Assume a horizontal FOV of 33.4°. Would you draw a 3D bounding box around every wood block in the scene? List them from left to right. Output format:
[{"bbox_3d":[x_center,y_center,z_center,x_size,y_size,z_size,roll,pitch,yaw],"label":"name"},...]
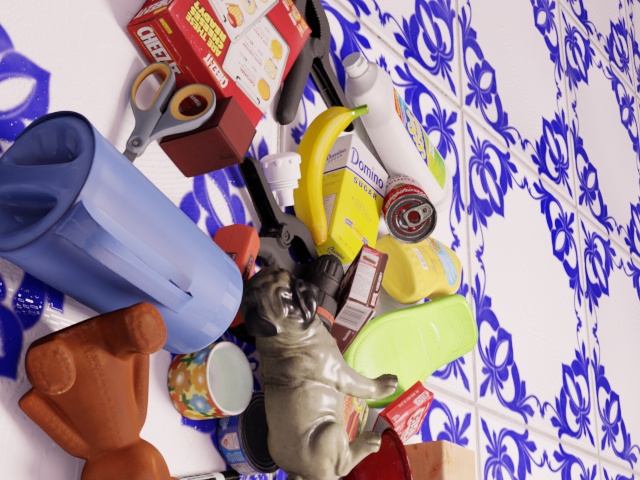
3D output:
[{"bbox_3d":[0.137,0.360,1.314,0.090,0.090,0.206,29,54,-50],"label":"wood block"}]

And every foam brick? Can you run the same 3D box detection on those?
[{"bbox_3d":[-0.116,-0.107,1.114,0.053,0.078,0.051,55,37,-34],"label":"foam brick"}]

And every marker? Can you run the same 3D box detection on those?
[{"bbox_3d":[-0.118,0.236,1.031,0.120,0.020,0.020,8,71,-56],"label":"marker"}]

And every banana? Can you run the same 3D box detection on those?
[{"bbox_3d":[-0.001,-0.088,1.294,0.037,0.070,0.197,50,53,-58],"label":"banana"}]

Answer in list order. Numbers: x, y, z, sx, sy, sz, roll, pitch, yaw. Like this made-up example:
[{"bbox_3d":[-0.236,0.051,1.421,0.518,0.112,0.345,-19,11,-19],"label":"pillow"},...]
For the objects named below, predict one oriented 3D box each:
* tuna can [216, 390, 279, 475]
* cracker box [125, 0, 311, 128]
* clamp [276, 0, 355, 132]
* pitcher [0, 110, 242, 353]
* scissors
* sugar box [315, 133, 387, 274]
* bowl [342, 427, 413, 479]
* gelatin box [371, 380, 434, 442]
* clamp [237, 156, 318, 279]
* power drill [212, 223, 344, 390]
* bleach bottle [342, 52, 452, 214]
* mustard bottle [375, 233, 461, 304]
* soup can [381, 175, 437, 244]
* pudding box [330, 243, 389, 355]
[{"bbox_3d":[-0.069,0.200,1.108,0.086,0.034,0.086,27,56,-50],"label":"tuna can"},{"bbox_3d":[-0.107,-0.234,1.184,0.164,0.072,0.213,56,38,-28],"label":"cracker box"},{"bbox_3d":[-0.009,-0.236,1.368,0.164,0.036,0.210,10,74,-57],"label":"clamp"},{"bbox_3d":[-0.169,0.010,0.928,0.242,0.145,0.149,43,39,-46],"label":"pitcher"},{"bbox_3d":[-0.160,-0.095,1.047,0.016,0.096,0.201,100,-3,-57],"label":"scissors"},{"bbox_3d":[0.037,-0.043,1.356,0.093,0.048,0.176,47,43,-37],"label":"sugar box"},{"bbox_3d":[0.061,0.295,1.208,0.162,0.055,0.162,178,-90,-78],"label":"bowl"},{"bbox_3d":[0.097,0.220,1.293,0.073,0.089,0.030,-33,63,-33],"label":"gelatin box"},{"bbox_3d":[-0.058,0.001,1.201,0.171,0.039,0.120,49,54,-34],"label":"clamp"},{"bbox_3d":[-0.049,0.061,1.144,0.187,0.057,0.184,44,54,-41],"label":"power drill"},{"bbox_3d":[0.100,-0.149,1.465,0.250,0.068,0.102,54,30,-35],"label":"bleach bottle"},{"bbox_3d":[0.147,0.038,1.479,0.191,0.058,0.096,1,57,-58],"label":"mustard bottle"},{"bbox_3d":[0.114,-0.043,1.418,0.102,0.068,0.068,-102,167,-71],"label":"soup can"},{"bbox_3d":[0.037,0.072,1.255,0.039,0.114,0.090,24,49,-8],"label":"pudding box"}]
